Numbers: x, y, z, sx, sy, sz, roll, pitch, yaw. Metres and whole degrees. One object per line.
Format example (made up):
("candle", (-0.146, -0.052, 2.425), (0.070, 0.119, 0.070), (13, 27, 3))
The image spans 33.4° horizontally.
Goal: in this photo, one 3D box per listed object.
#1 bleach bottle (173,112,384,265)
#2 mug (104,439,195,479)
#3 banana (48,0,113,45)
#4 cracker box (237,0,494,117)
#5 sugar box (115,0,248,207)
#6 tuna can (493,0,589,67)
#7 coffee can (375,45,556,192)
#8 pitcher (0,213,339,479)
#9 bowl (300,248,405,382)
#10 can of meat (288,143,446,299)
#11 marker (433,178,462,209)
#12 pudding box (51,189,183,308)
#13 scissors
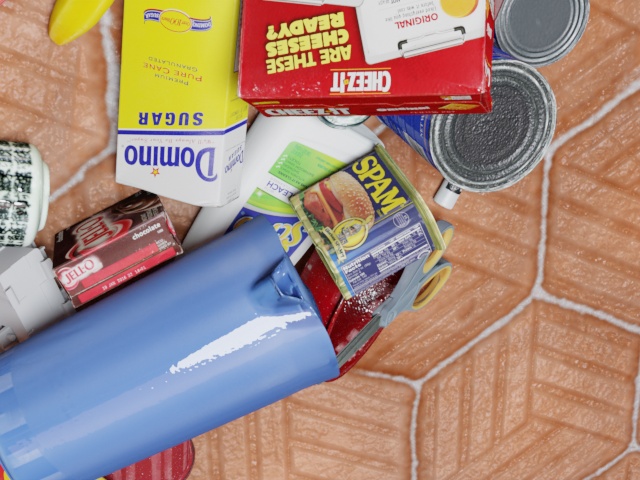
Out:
("bleach bottle", (-0.056, 0.001, 0.878), (0.102, 0.068, 0.251), (24, 107, -28))
("mug", (-0.160, 0.150, 0.893), (0.093, 0.117, 0.081), (-43, 151, -42))
("banana", (-0.156, -0.208, 0.714), (0.069, 0.037, 0.198), (-3, 146, -9))
("cracker box", (0.036, -0.193, 0.719), (0.164, 0.072, 0.214), (1, 84, 15))
("sugar box", (-0.100, -0.118, 0.789), (0.093, 0.048, 0.176), (15, 112, 19))
("tuna can", (0.176, -0.189, 0.882), (0.086, 0.034, 0.086), (-8, 117, -16))
("coffee can", (0.105, -0.110, 0.833), (0.102, 0.140, 0.103), (-8, 116, -16))
("pitcher", (-0.118, 0.091, 0.783), (0.242, 0.145, 0.149), (-25, 126, -8))
("bowl", (0.024, 0.037, 0.898), (0.162, 0.055, 0.162), (-50, 159, -28))
("can of meat", (0.033, -0.014, 0.802), (0.084, 0.102, 0.057), (-30, 132, -1))
("marker", (0.135, -0.083, 0.927), (0.020, 0.020, 0.121), (21, 106, -27))
("pudding box", (-0.155, 0.002, 0.811), (0.090, 0.113, 0.039), (-27, 106, -5))
("scissors", (0.062, 0.044, 0.893), (0.201, 0.016, 0.096), (-28, 139, -52))
